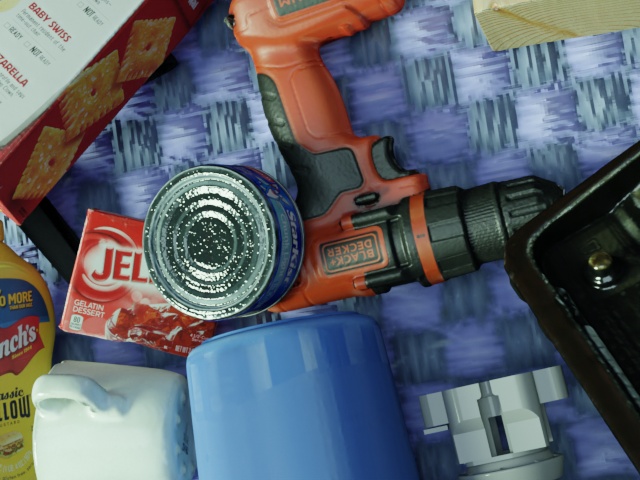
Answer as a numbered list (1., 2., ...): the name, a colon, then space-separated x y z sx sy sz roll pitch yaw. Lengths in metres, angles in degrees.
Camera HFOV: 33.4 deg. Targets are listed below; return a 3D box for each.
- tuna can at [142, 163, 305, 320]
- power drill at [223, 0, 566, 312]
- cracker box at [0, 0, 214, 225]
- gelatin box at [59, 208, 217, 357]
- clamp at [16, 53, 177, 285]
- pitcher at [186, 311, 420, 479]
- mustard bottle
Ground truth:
1. tuna can: -0.054 0.001 0.582 0.086 0.033 0.086 1 92 24
2. power drill: 0.032 -0.064 0.600 0.184 0.057 0.187 -14 83 14
3. cracker box: -0.174 -0.141 0.621 0.164 0.072 0.213 34 74 14
4. gelatin box: -0.101 0.025 0.629 0.089 0.030 0.073 14 90 -8
5. clamp: -0.194 -0.066 0.672 0.210 0.036 0.164 20 91 11
6. pitcher: -0.006 0.168 0.569 0.149 0.145 0.243 -12 80 2
7. mustard bottle: -0.201 0.064 0.626 0.058 0.096 0.191 -4 92 45
